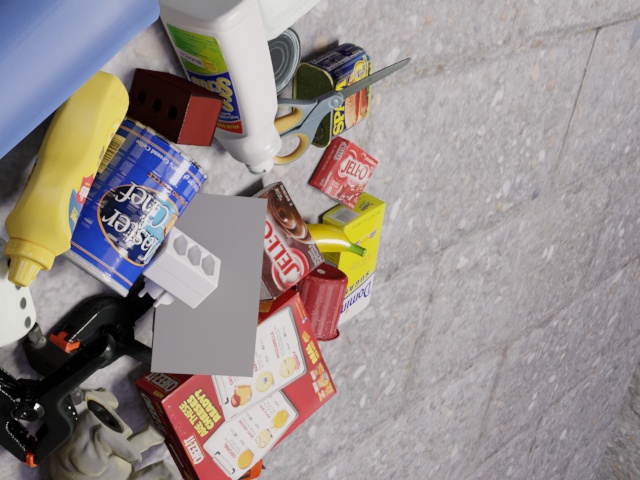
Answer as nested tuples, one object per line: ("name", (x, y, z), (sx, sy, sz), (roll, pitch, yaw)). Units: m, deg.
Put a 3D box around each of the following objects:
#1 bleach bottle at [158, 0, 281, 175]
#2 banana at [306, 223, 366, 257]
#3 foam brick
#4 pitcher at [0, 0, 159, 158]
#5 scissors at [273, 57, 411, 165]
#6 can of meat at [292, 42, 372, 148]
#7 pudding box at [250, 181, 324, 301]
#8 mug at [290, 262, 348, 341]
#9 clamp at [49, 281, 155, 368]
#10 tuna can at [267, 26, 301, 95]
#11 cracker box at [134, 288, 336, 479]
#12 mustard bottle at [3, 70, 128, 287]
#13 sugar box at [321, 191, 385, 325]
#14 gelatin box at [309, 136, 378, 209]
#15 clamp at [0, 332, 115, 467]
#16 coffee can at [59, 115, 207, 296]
("bleach bottle", (-0.083, -0.154, 1.068), (0.068, 0.103, 0.251), (-52, 148, -25))
("banana", (-0.034, 0.015, 1.316), (0.197, 0.070, 0.037), (-18, 130, -36))
("foam brick", (-0.142, -0.128, 1.028), (0.051, 0.078, 0.053), (-3, 115, -55))
("pitcher", (-0.250, -0.138, 0.824), (0.242, 0.145, 0.149), (-49, 135, -14))
("scissors", (0.010, -0.141, 1.200), (0.201, 0.016, 0.096), (-16, 134, -6))
("can of meat", (0.015, -0.172, 1.251), (0.083, 0.058, 0.102), (-36, 141, -40))
("pudding box", (-0.058, 0.001, 1.244), (0.089, 0.039, 0.113), (-38, 103, -36))
("mug", (-0.020, 0.075, 1.373), (0.117, 0.093, 0.081), (-1, 111, -42))
("clamp", (-0.211, 0.084, 1.138), (0.171, 0.039, 0.120), (1, 100, -58))
("tuna can", (-0.059, -0.195, 1.139), (0.086, 0.034, 0.086), (-36, 141, -36))
("cracker box", (-0.096, 0.175, 1.273), (0.213, 0.072, 0.164), (-37, 125, -26))
("mustard bottle", (-0.224, -0.050, 0.919), (0.096, 0.058, 0.191), (134, -24, -70))
("sugar box", (0.037, 0.030, 1.458), (0.093, 0.048, 0.176), (-31, 137, -41))
("gelatin box", (0.031, -0.087, 1.368), (0.073, 0.030, 0.089), (-62, 150, 0))
("clamp", (-0.272, 0.150, 1.028), (0.210, 0.164, 0.036), (93, -4, -46))
("coffee can", (-0.188, -0.032, 1.011), (0.140, 0.103, 0.102), (-56, 149, -9))
